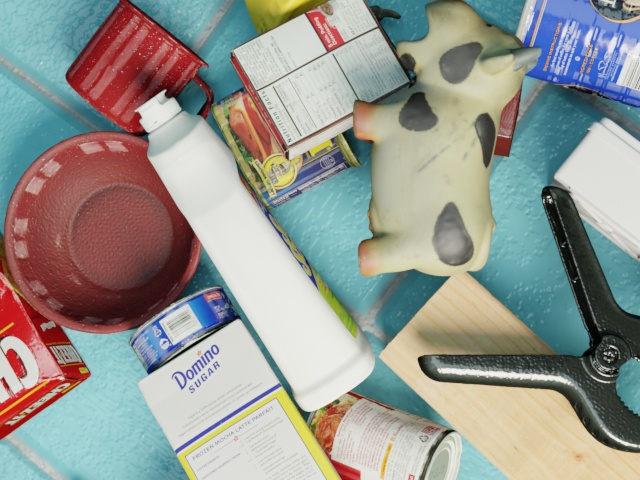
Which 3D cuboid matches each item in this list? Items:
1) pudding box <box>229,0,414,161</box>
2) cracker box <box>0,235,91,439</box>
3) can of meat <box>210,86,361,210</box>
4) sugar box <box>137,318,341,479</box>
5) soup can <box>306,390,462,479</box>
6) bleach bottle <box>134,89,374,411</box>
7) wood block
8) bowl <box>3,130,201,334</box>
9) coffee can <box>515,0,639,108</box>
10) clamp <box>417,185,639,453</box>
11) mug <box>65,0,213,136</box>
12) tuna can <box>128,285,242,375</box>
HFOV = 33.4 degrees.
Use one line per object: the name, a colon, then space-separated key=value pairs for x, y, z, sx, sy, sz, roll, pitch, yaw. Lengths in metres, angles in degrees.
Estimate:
pudding box: x=0.001 y=-0.126 z=0.806 sx=0.113 sy=0.039 sz=0.090 roll=-28 pitch=83 yaw=-5
cracker box: x=-0.318 y=0.068 z=0.871 sx=0.164 sy=0.072 sz=0.214 roll=-35 pitch=82 yaw=4
can of meat: x=-0.028 y=-0.086 z=0.855 sx=0.084 sy=0.057 sz=0.102 roll=-28 pitch=82 yaw=6
sugar box: x=-0.051 y=0.154 z=0.773 sx=0.093 sy=0.048 sz=0.176 roll=-32 pitch=62 yaw=-4
soup can: x=0.047 y=0.157 z=0.799 sx=0.102 sy=0.068 sz=0.068 roll=16 pitch=86 yaw=30
bleach bottle: x=-0.055 y=0.001 z=0.793 sx=0.068 sy=0.102 sz=0.251 roll=-33 pitch=100 yaw=4
wood block: x=0.150 y=0.123 z=0.793 sx=0.206 sy=0.090 sz=0.090 roll=43 pitch=91 yaw=10
bowl: x=-0.169 y=-0.005 z=0.864 sx=0.162 sy=0.055 sz=0.162 roll=0 pitch=86 yaw=6
coffee can: x=0.223 y=-0.158 z=0.804 sx=0.140 sy=0.102 sz=0.103 roll=18 pitch=87 yaw=9
clamp: x=0.194 y=0.070 z=0.734 sx=0.210 sy=0.036 sz=0.164 roll=30 pitch=79 yaw=6
mug: x=-0.142 y=-0.131 z=0.863 sx=0.117 sy=0.093 sz=0.081 roll=38 pitch=95 yaw=-10
tuna can: x=-0.104 y=0.072 z=0.833 sx=0.086 sy=0.086 sz=0.034 roll=-34 pitch=79 yaw=3
